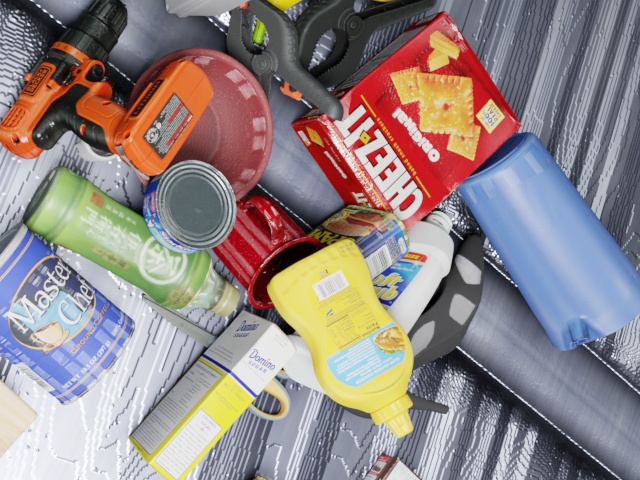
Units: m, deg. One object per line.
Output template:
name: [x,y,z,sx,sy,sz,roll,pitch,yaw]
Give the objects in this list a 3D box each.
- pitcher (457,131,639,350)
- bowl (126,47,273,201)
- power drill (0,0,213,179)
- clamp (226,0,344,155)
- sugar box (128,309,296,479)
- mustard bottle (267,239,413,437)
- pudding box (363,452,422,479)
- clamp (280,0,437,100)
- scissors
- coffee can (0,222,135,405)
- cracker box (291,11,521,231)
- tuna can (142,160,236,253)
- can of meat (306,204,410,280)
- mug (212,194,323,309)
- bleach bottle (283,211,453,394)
pitcher: [0.268,-0.007,1.248,0.145,0.149,0.243,-38,102,-8]
bowl: [-0.130,-0.109,1.070,0.161,0.055,0.162,-2,95,-31]
power drill: [-0.189,-0.141,0.979,0.184,0.188,0.057,-60,141,-15]
clamp: [-0.059,-0.173,1.108,0.171,0.120,0.039,64,20,9]
sugar box: [-0.106,0.151,1.042,0.176,0.093,0.048,-46,110,-12]
mustard bottle: [0.034,0.101,1.024,0.096,0.058,0.191,-27,82,-20]
pudding box: [0.088,0.305,1.182,0.113,0.039,0.090,46,68,-20]
clamp: [0.035,-0.236,1.156,0.164,0.036,0.210,31,91,-41]
scissors: [-0.089,0.101,1.110,0.096,0.016,0.201,-46,108,-23]
coffee can: [-0.255,0.067,0.976,0.140,0.103,0.102,44,70,-19]
cracker box: [0.100,-0.128,1.186,0.213,0.072,0.164,-42,106,-22]
tuna can: [-0.125,-0.031,1.014,0.086,0.034,0.086,8,75,-34]
can of meat: [0.033,0.008,1.129,0.083,0.102,0.057,-35,119,-27]
mug: [-0.057,0.001,1.068,0.093,0.117,0.082,-31,57,-21]
bleach bottle: [0.064,0.056,1.151,0.250,0.103,0.068,-51,143,-33]
